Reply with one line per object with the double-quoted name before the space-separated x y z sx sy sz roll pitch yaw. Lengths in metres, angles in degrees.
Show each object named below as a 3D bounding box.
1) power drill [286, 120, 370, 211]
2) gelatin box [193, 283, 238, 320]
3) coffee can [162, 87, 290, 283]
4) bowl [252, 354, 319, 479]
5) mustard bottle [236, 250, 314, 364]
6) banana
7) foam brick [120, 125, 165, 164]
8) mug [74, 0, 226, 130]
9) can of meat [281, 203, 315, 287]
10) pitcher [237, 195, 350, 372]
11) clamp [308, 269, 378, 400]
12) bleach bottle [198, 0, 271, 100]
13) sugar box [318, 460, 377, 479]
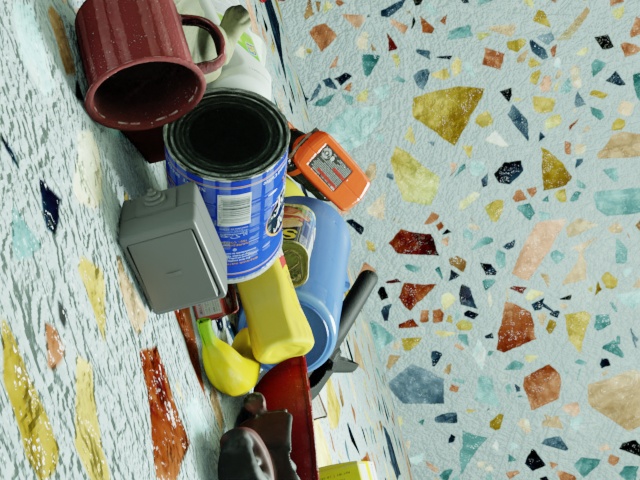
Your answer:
"power drill" -0.011 -0.097 1.358 0.184 0.057 0.188 43 -5 -29
"gelatin box" -0.106 0.031 1.012 0.073 0.030 0.089 -5 79 -84
"coffee can" -0.080 -0.045 0.908 0.140 0.102 0.103 97 -14 -52
"bowl" -0.036 0.190 1.064 0.162 0.055 0.162 173 -90 -86
"mustard bottle" -0.061 0.018 1.020 0.096 0.058 0.191 60 11 -74
"banana" -0.078 0.111 1.001 0.198 0.037 0.069 55 33 -80
"foam brick" -0.141 -0.109 0.929 0.078 0.051 0.053 58 17 -71
"mug" -0.132 -0.147 0.826 0.093 0.117 0.081 97 -23 -63
"can of meat" -0.057 0.001 1.134 0.084 0.102 0.057 -76 170 -58
"pitcher" -0.040 0.045 1.237 0.242 0.149 0.145 -85 174 -66
"clamp" 0.010 0.134 1.350 0.209 0.036 0.165 -33 141 -55
"bleach bottle" -0.112 -0.212 1.091 0.102 0.068 0.251 23 35 -47
"sugar box" 0.012 0.279 1.204 0.176 0.093 0.048 55 21 -73
